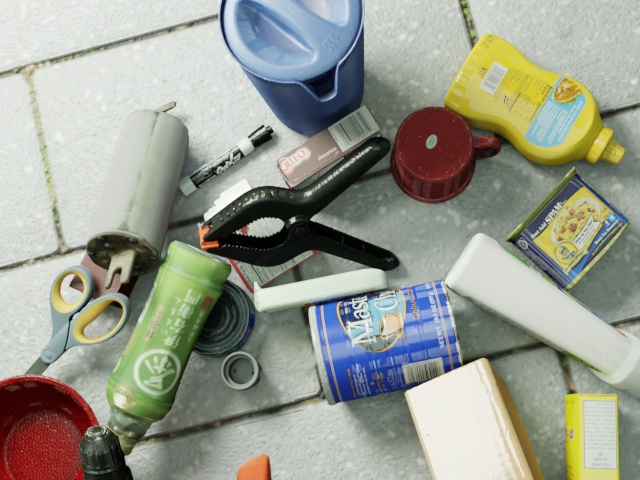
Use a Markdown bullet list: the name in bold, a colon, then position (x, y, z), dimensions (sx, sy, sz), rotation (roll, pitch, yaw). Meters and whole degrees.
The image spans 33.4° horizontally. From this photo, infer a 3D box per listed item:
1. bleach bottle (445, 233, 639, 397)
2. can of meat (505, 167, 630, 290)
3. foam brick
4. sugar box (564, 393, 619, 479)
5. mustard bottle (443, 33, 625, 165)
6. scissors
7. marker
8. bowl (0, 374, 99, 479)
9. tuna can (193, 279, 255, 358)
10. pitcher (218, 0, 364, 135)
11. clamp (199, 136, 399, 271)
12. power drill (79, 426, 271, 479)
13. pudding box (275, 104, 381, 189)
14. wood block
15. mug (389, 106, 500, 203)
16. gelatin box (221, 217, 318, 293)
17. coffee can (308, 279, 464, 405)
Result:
- **bleach bottle**: position (0.249, 0.086, 1.082), dimensions (0.251, 0.102, 0.068), rotation (33, 92, 3)
- **can of meat**: position (0.258, -0.010, 1.108), dimensions (0.084, 0.057, 0.102), rotation (43, 88, 8)
- **foam brick**: position (-0.225, 0.028, 1.151), dimensions (0.053, 0.051, 0.078), rotation (25, 84, 8)
- **sugar box**: position (0.266, 0.240, 1.048), dimensions (0.048, 0.093, 0.176), rotation (3, 81, 6)
- **mustard bottle**: position (0.234, -0.134, 1.129), dimensions (0.192, 0.058, 0.096), rotation (31, 81, 10)
- **scissors**: position (-0.291, 0.100, 1.131), dimensions (0.202, 0.016, 0.096), rotation (-31, 93, 16)
- **marker**: position (-0.103, -0.090, 1.175), dimensions (0.121, 0.020, 0.020), rotation (-34, 79, -1)
- **bowl**: position (-0.300, 0.223, 1.124), dimensions (0.162, 0.055, 0.162), rotation (-1, 81, 5)
- **tuna can**: position (-0.114, 0.082, 1.140), dimensions (0.086, 0.033, 0.086), rotation (-1, 81, 5)
- **pitcher**: position (-0.019, -0.196, 1.070), dimensions (0.145, 0.243, 0.149), rotation (20, 83, 8)
- **clamp**: position (-0.019, -0.028, 1.082), dimensions (0.210, 0.164, 0.036), rotation (-5, 37, -7)
- **power drill**: position (-0.141, 0.260, 1.068), dimensions (0.187, 0.057, 0.184), rotation (-4, 117, 4)
- **pudding box**: position (0.011, -0.090, 1.128), dimensions (0.113, 0.090, 0.039), rotation (-30, 81, -1)
- **wood block**: position (0.163, 0.230, 1.015), dimensions (0.090, 0.090, 0.206), rotation (-25, 54, 12)
- **mug**: position (0.131, -0.093, 1.121), dimensions (0.117, 0.081, 0.093), rotation (-4, 80, 5)
- **gelatin box**: position (-0.058, 0.001, 1.135), dimensions (0.089, 0.030, 0.073), rotation (-32, 110, 0)
- **coffee can**: position (0.067, 0.103, 1.084), dimensions (0.140, 0.103, 0.103), rotation (-12, 80, 3)
